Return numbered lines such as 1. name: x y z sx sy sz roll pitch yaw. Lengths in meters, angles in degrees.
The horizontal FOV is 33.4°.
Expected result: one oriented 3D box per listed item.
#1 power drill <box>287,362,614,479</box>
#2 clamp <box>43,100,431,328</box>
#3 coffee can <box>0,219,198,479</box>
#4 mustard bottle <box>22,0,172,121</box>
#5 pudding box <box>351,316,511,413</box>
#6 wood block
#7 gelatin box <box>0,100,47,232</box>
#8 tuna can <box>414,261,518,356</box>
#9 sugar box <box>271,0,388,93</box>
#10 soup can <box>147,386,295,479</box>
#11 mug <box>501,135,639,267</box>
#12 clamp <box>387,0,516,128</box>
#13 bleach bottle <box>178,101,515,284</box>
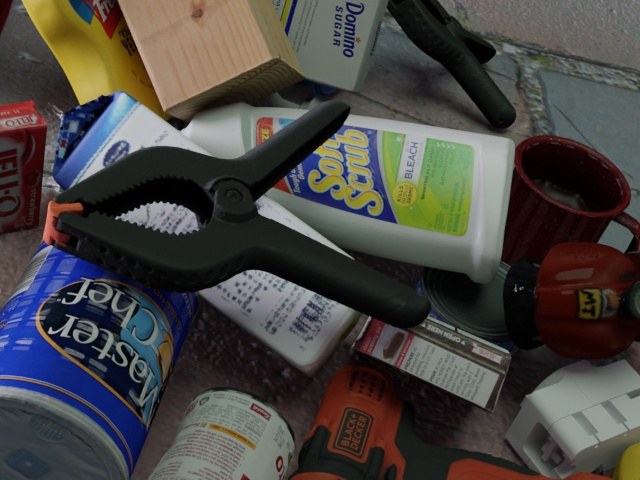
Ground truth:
1. power drill: 0.070 0.163 0.595 0.187 0.057 0.184 21 40 2
2. clamp: -0.045 -0.007 0.597 0.209 0.036 0.165 -10 56 -28
3. coffee can: -0.134 0.069 0.584 0.103 0.103 0.140 18 40 -2
4. mustard bottle: -0.171 -0.167 0.778 0.191 0.058 0.096 62 29 -19
5. pudding box: 0.068 0.070 0.665 0.090 0.113 0.039 23 85 6
6. wood block: -0.100 -0.198 0.770 0.090 0.091 0.206 4 63 -78
7. gelatin box: -0.217 -0.043 0.685 0.073 0.089 0.030 -14 50 -33
8. tuna can: 0.107 0.048 0.755 0.086 0.034 0.086 11 41 -10
9. sugar box: -0.040 -0.182 0.832 0.176 0.093 0.048 19 10 8
10. soup can: -0.060 0.136 0.567 0.068 0.069 0.102 23 40 4
11. mug: 0.189 -0.016 0.820 0.117 0.082 0.093 26 41 8
12. clamp: 0.116 -0.172 0.955 0.171 0.039 0.120 28 30 -37
13. bleach bottle: 0.003 -0.039 0.740 0.251 0.068 0.102 8 74 6
